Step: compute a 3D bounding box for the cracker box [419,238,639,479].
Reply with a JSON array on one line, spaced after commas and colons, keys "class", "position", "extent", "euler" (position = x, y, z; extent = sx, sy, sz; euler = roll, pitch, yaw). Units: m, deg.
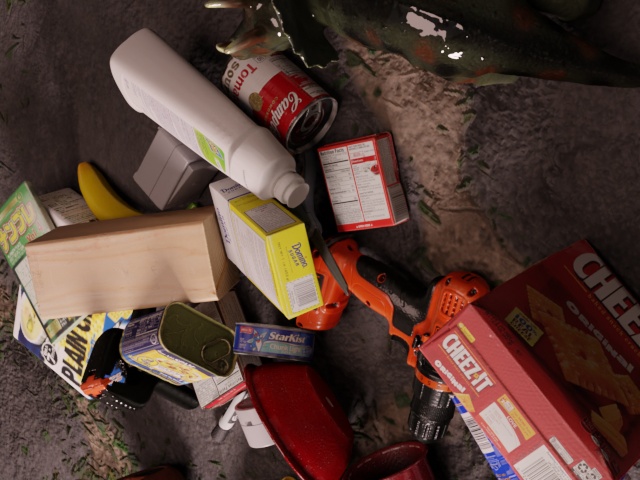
[{"class": "cracker box", "position": [0.199, 0.099, 0.841], "extent": [0.164, 0.213, 0.072], "euler": [52, 128, 13]}]

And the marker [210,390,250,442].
[{"class": "marker", "position": [-0.100, 0.196, 1.245], "extent": [0.020, 0.020, 0.121], "euler": [45, 128, 19]}]

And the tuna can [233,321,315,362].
[{"class": "tuna can", "position": [-0.049, 0.107, 1.126], "extent": [0.086, 0.086, 0.034], "euler": [2, 82, 39]}]

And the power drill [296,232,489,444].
[{"class": "power drill", "position": [0.067, 0.089, 1.050], "extent": [0.188, 0.057, 0.184], "euler": [26, 116, 28]}]

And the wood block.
[{"class": "wood block", "position": [-0.204, 0.024, 1.174], "extent": [0.206, 0.090, 0.090], "euler": [-7, 101, 14]}]

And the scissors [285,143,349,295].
[{"class": "scissors", "position": [-0.006, -0.033, 1.046], "extent": [0.202, 0.016, 0.096], "euler": [41, 117, 52]}]

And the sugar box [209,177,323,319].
[{"class": "sugar box", "position": [-0.057, 0.001, 1.070], "extent": [0.176, 0.048, 0.093], "euler": [-136, 30, -60]}]

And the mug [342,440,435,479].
[{"class": "mug", "position": [0.070, 0.263, 1.081], "extent": [0.117, 0.093, 0.081], "euler": [-18, 97, 35]}]

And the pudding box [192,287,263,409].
[{"class": "pudding box", "position": [-0.116, 0.123, 1.209], "extent": [0.090, 0.039, 0.113], "euler": [-36, 70, 40]}]

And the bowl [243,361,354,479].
[{"class": "bowl", "position": [-0.012, 0.182, 1.107], "extent": [0.055, 0.162, 0.162], "euler": [-34, 80, 6]}]

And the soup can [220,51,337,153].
[{"class": "soup can", "position": [-0.042, -0.143, 1.055], "extent": [0.102, 0.068, 0.069], "euler": [43, 127, 21]}]

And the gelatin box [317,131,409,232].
[{"class": "gelatin box", "position": [0.042, -0.056, 1.040], "extent": [0.073, 0.030, 0.089], "euler": [-8, 99, 42]}]

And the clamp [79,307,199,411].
[{"class": "clamp", "position": [-0.201, 0.146, 1.205], "extent": [0.036, 0.209, 0.164], "euler": [-20, 99, 19]}]

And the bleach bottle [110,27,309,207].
[{"class": "bleach bottle", "position": [-0.104, -0.111, 1.066], "extent": [0.251, 0.068, 0.102], "euler": [40, 167, 26]}]

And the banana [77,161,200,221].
[{"class": "banana", "position": [-0.224, -0.036, 1.260], "extent": [0.198, 0.037, 0.069], "euler": [20, 81, 30]}]

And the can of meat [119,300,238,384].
[{"class": "can of meat", "position": [-0.153, 0.114, 1.147], "extent": [0.084, 0.102, 0.057], "euler": [-20, 48, 44]}]
